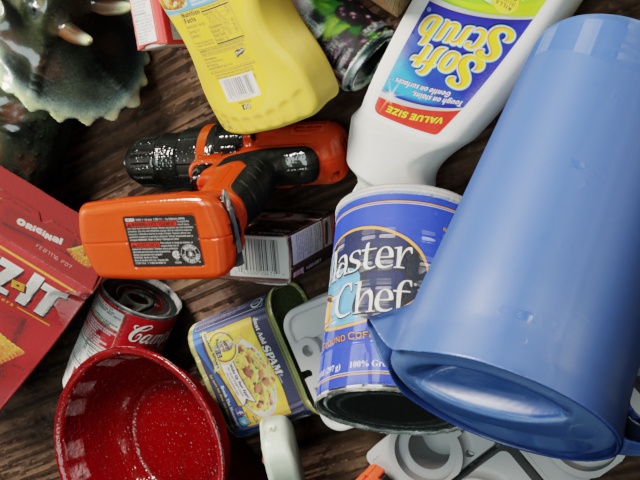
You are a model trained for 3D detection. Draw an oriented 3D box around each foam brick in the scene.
[{"bbox_3d":[-0.074,0.200,0.854,0.053,0.051,0.078,-43,81,25],"label":"foam brick"}]

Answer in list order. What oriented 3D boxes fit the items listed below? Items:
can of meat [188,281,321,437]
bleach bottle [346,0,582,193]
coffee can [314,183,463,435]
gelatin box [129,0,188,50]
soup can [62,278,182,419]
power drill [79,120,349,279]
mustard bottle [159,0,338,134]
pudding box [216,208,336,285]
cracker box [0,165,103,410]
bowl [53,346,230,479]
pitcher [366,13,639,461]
[{"bbox_3d":[-0.043,0.094,0.818,0.084,0.057,0.102,-23,90,28],"label":"can of meat"},{"bbox_3d":[0.095,-0.115,0.714,0.102,0.068,0.251,34,114,12],"label":"bleach bottle"},{"bbox_3d":[0.054,0.047,0.706,0.103,0.102,0.140,-5,63,25],"label":"coffee can"},{"bbox_3d":[-0.102,-0.177,0.776,0.030,0.089,0.073,-6,97,31],"label":"gelatin box"},{"bbox_3d":[-0.162,0.084,0.864,0.068,0.068,0.102,31,111,16],"label":"soup can"},{"bbox_3d":[-0.088,-0.037,0.744,0.185,0.187,0.057,-3,114,23],"label":"power drill"},{"bbox_3d":[-0.066,-0.167,0.709,0.096,0.058,0.191,-4,121,44],"label":"mustard bottle"},{"bbox_3d":[-0.055,0.001,0.787,0.114,0.089,0.039,5,105,22],"label":"pudding box"},{"bbox_3d":[-0.282,0.037,0.847,0.164,0.072,0.214,33,131,-14],"label":"cracker box"},{"bbox_3d":[-0.124,0.155,0.809,0.162,0.055,0.162,4,97,30],"label":"bowl"},{"bbox_3d":[0.148,-0.002,0.612,0.145,0.149,0.242,-3,56,51],"label":"pitcher"}]
